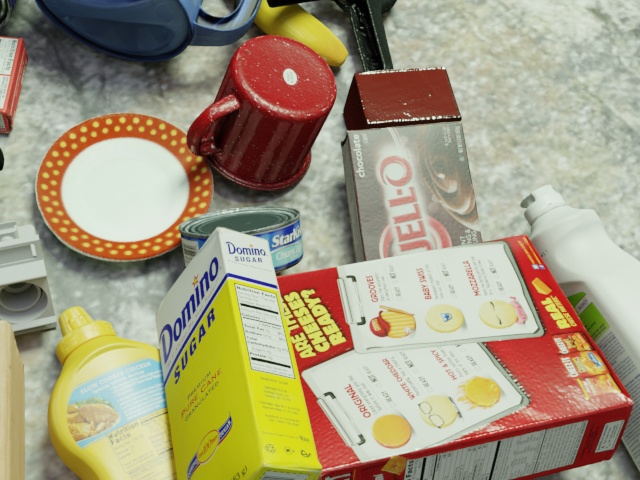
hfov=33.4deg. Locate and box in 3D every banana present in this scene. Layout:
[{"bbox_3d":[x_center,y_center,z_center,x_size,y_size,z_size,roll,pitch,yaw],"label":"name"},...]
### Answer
[{"bbox_3d":[-0.046,-0.219,0.900,0.069,0.037,0.198,-19,65,-15],"label":"banana"}]

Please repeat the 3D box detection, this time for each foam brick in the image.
[{"bbox_3d":[0.063,-0.099,0.838,0.078,0.053,0.051,-6,62,-11],"label":"foam brick"}]

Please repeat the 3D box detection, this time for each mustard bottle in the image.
[{"bbox_3d":[-0.120,0.123,0.684,0.096,0.058,0.192,-22,66,-28],"label":"mustard bottle"}]

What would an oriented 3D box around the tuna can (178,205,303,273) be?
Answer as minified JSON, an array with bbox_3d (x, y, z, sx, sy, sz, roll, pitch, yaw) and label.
[{"bbox_3d":[-0.055,0.001,0.748,0.086,0.086,0.034,-9,104,-13],"label":"tuna can"}]

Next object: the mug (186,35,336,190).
[{"bbox_3d":[-0.047,-0.094,0.790,0.117,0.082,0.093,-20,67,-32],"label":"mug"}]

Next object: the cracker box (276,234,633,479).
[{"bbox_3d":[0.067,0.087,0.703,0.213,0.072,0.164,-10,44,-12],"label":"cracker box"}]

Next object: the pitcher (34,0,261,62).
[{"bbox_3d":[-0.118,-0.269,0.851,0.145,0.149,0.242,-1,59,35],"label":"pitcher"}]

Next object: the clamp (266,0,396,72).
[{"bbox_3d":[0.032,-0.201,0.887,0.120,0.039,0.171,46,45,-12],"label":"clamp"}]

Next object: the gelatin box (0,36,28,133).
[{"bbox_3d":[-0.275,-0.122,0.819,0.089,0.030,0.073,5,59,-4],"label":"gelatin box"}]

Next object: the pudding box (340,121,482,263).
[{"bbox_3d":[0.067,-0.028,0.792,0.090,0.039,0.113,-6,77,-12],"label":"pudding box"}]

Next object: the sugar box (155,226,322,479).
[{"bbox_3d":[-0.056,0.087,0.645,0.048,0.093,0.176,15,40,-33],"label":"sugar box"}]
